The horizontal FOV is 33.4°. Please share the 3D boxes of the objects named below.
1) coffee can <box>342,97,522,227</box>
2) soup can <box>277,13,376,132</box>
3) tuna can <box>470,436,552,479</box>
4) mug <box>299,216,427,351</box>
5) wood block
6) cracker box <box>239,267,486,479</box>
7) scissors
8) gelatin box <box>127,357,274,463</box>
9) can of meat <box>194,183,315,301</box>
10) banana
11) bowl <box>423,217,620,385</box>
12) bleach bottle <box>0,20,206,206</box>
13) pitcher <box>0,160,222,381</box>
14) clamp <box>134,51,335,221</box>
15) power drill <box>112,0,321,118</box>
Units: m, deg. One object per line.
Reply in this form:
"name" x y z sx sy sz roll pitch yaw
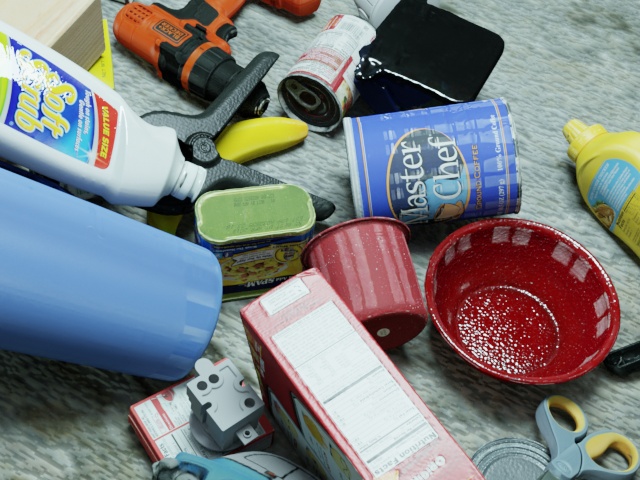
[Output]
"coffee can" 0.095 -0.064 0.923 0.140 0.103 0.103 -7 54 2
"soup can" 0.012 -0.162 1.022 0.068 0.068 0.102 25 55 12
"tuna can" 0.146 0.193 0.799 0.086 0.034 0.086 3 54 -4
"mug" 0.028 0.045 0.858 0.117 0.093 0.081 -30 58 26
"wood block" -0.283 -0.140 0.912 0.090 0.091 0.206 32 66 6
"cracker box" 0.035 0.143 0.738 0.072 0.164 0.214 -32 62 -15
"scissors" 0.165 0.155 0.782 0.201 0.016 0.096 1 37 -45
"gelatin box" -0.091 0.142 0.813 0.089 0.030 0.073 -26 62 -23
"can of meat" -0.056 0.001 0.886 0.102 0.084 0.057 -8 55 -12
"banana" -0.094 -0.063 0.961 0.069 0.037 0.197 43 60 1
"bowl" 0.161 0.060 0.884 0.162 0.055 0.162 3 54 -4
"bleach bottle" -0.206 -0.101 0.836 0.250 0.068 0.102 24 71 -15
"pitcher" -0.201 0.017 0.787 0.242 0.145 0.149 19 78 -27
"clamp" -0.101 -0.083 0.922 0.209 0.036 0.164 -8 73 -20
"power drill" -0.082 -0.214 1.056 0.184 0.057 0.187 34 58 18
